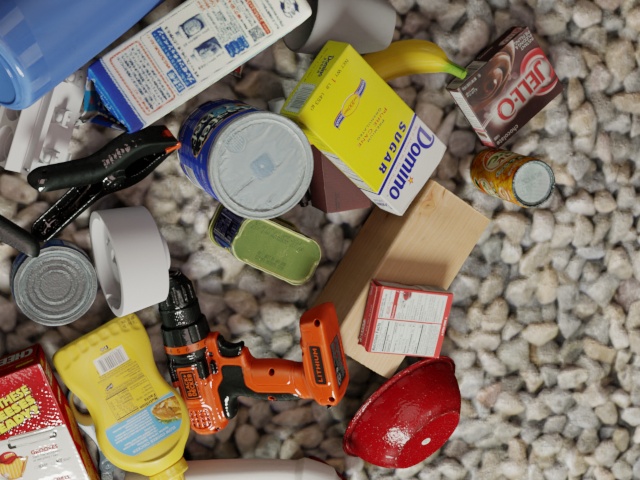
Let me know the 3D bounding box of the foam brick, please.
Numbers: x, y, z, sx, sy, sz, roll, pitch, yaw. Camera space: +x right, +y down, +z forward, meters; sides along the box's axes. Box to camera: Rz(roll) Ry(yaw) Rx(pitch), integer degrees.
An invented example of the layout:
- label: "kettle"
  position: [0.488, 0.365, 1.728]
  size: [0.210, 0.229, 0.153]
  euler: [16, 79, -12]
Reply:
- label: "foam brick"
  position: [0.019, -0.073, 1.149]
  size: [0.053, 0.051, 0.078]
  euler: [-9, 105, -18]

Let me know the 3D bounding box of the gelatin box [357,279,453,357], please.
- label: "gelatin box"
  position: [0.089, 0.083, 1.125]
  size: [0.089, 0.030, 0.073]
  euler: [7, 101, -23]

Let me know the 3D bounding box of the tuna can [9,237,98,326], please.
- label: "tuna can"
  position: [-0.269, 0.042, 1.078]
  size: [0.086, 0.034, 0.086]
  euler: [-5, 104, -19]

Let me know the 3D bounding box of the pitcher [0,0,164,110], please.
- label: "pitcher"
  position: [-0.224, -0.233, 0.943]
  size: [0.242, 0.149, 0.145]
  euler: [-49, 119, -27]

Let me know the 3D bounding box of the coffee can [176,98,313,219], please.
- label: "coffee can"
  position: [-0.078, -0.084, 1.061]
  size: [0.102, 0.140, 0.103]
  euler: [-5, 104, -20]

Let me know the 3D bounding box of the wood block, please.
- label: "wood block"
  position: [0.082, 0.035, 1.177]
  size: [0.090, 0.090, 0.206]
  euler: [32, 90, -24]

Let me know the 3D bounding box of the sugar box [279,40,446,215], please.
- label: "sugar box"
  position: [0.047, -0.112, 1.088]
  size: [0.176, 0.048, 0.093]
  euler: [39, 82, -33]

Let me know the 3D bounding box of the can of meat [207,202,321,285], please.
- label: "can of meat"
  position: [-0.057, 0.001, 1.120]
  size: [0.102, 0.084, 0.057]
  euler: [24, 93, -24]

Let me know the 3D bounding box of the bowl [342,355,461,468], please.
- label: "bowl"
  position: [0.104, 0.205, 1.198]
  size: [0.162, 0.055, 0.162]
  euler: [-28, 146, -21]

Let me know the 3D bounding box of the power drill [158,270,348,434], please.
- label: "power drill"
  position: [-0.073, 0.110, 1.111]
  size: [0.188, 0.057, 0.184]
  euler: [-7, 109, 19]

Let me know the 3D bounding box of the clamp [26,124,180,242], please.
- label: "clamp"
  position: [-0.214, -0.069, 1.036]
  size: [0.171, 0.120, 0.039]
  euler: [-37, 82, -17]

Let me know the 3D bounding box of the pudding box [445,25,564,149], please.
- label: "pudding box"
  position: [0.208, -0.173, 1.202]
  size: [0.113, 0.039, 0.090]
  euler: [-41, 113, -7]

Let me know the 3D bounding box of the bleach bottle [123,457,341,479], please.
- label: "bleach bottle"
  position: [-0.080, 0.285, 1.141]
  size: [0.251, 0.068, 0.102]
  euler: [-2, 99, 2]

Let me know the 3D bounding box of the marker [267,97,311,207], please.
- label: "marker"
  position: [-0.032, -0.093, 1.142]
  size: [0.020, 0.020, 0.121]
  euler: [-20, 108, -15]

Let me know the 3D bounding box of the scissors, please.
- label: "scissors"
  position: [-0.244, 0.226, 1.141]
  size: [0.096, 0.016, 0.202]
  euler: [19, 95, -22]

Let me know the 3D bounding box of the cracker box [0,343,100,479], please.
- label: "cracker box"
  position: [-0.320, 0.233, 1.078]
  size: [0.164, 0.072, 0.213]
  euler: [-21, 109, -8]

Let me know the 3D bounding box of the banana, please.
- label: "banana"
  position: [0.056, -0.168, 1.136]
  size: [0.197, 0.070, 0.037]
  euler: [-25, 149, -9]

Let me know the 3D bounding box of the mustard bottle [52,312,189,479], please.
- label: "mustard bottle"
  position: [-0.189, 0.177, 1.094]
  size: [0.096, 0.058, 0.191]
  euler: [-29, 91, -22]
